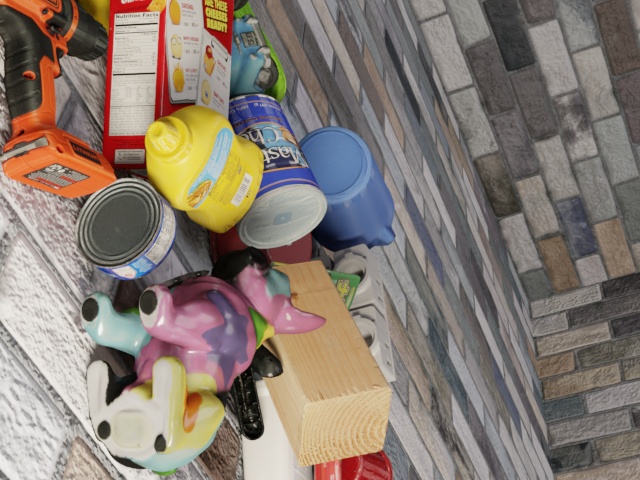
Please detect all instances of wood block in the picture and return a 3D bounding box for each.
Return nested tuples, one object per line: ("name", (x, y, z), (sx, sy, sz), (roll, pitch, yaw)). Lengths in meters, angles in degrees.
("wood block", (-0.009, 0.121, 1.098), (0.206, 0.090, 0.090), (-118, -154, -49))

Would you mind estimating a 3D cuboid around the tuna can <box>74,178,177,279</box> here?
("tuna can", (-0.170, -0.009, 0.934), (0.033, 0.086, 0.086), (49, 29, -58))

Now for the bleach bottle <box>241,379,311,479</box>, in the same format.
("bleach bottle", (-0.044, 0.277, 1.110), (0.102, 0.068, 0.251), (56, 26, -51))

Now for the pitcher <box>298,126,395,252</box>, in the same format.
("pitcher", (0.020, -0.076, 1.480), (0.242, 0.149, 0.145), (60, 25, -74))

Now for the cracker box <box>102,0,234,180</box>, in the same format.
("cracker box", (-0.152, -0.167, 1.080), (0.164, 0.072, 0.214), (13, 78, -72))

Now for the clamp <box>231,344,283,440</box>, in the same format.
("clamp", (-0.081, 0.106, 1.092), (0.039, 0.120, 0.171), (-6, 57, -31))

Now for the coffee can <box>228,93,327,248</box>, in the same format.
("coffee can", (-0.065, -0.077, 1.179), (0.102, 0.103, 0.140), (46, 17, -58))

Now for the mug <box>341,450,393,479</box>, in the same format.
("mug", (0.025, 0.293, 1.300), (0.081, 0.093, 0.117), (39, 74, -54))

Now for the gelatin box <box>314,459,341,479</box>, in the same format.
("gelatin box", (0.009, 0.257, 1.145), (0.089, 0.030, 0.073), (90, 0, -45))

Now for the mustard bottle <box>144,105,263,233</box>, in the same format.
("mustard bottle", (-0.113, -0.072, 0.988), (0.096, 0.058, 0.191), (-62, 161, -4))

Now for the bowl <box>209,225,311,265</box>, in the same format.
("bowl", (-0.058, 0.002, 1.256), (0.161, 0.055, 0.162), (15, 72, -53))

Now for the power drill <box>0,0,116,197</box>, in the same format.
("power drill", (-0.229, -0.135, 0.917), (0.184, 0.057, 0.188), (20, 52, -65))
